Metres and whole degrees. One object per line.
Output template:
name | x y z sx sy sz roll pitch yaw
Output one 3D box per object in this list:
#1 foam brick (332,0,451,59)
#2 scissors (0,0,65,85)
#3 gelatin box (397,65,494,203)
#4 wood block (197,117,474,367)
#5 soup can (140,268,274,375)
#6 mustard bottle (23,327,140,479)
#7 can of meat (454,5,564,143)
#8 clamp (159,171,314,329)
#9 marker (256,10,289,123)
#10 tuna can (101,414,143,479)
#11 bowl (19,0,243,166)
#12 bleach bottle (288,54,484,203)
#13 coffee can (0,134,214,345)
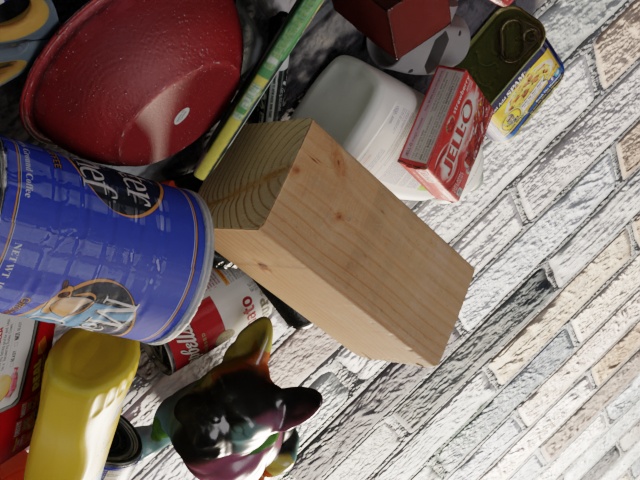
foam brick | 0.047 -0.178 0.764 0.053 0.078 0.051 -37 147 -13
scissors | -0.142 -0.128 0.618 0.201 0.016 0.096 -28 166 -40
gelatin box | 0.103 -0.084 0.859 0.073 0.030 0.089 37 73 -56
wood block | 0.012 0.007 0.794 0.205 0.091 0.090 39 66 -37
soup can | -0.096 0.055 0.863 0.102 0.069 0.068 -30 144 -24
mustard bottle | -0.180 0.156 0.764 0.096 0.058 0.192 -72 -179 -65
can of meat | 0.164 -0.144 0.948 0.102 0.057 0.083 -50 149 7
clamp | -0.055 0.001 0.824 0.171 0.120 0.039 13 160 -36
marker | -0.035 -0.115 0.794 0.020 0.020 0.121 -21 139 -32
tuna can | -0.188 0.166 0.863 0.085 0.086 0.034 8 118 -51
bowl | -0.102 -0.096 0.662 0.162 0.055 0.162 -37 166 -11
bleach bottle | 0.073 -0.074 0.918 0.103 0.068 0.250 -56 148 10
coffee can | -0.150 0.001 0.646 0.140 0.103 0.103 17 113 -37
